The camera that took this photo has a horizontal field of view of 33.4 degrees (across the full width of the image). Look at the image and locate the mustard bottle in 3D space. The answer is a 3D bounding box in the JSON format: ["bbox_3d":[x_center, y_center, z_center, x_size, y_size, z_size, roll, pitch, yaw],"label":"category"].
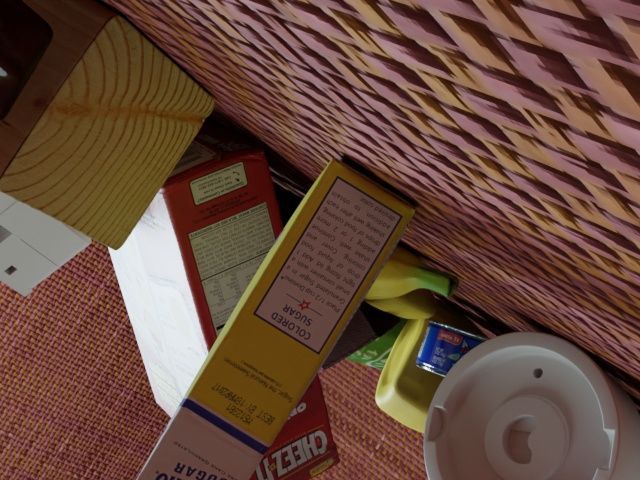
[{"bbox_3d":[0.139,0.130,0.795,0.191,0.096,0.058,33,140,-6],"label":"mustard bottle"}]

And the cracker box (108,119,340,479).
[{"bbox_3d":[-0.071,0.032,0.662,0.164,0.072,0.214,30,138,56],"label":"cracker box"}]

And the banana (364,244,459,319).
[{"bbox_3d":[0.045,0.028,0.673,0.069,0.037,0.198,33,177,6],"label":"banana"}]

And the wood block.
[{"bbox_3d":[-0.166,-0.091,0.525,0.206,0.090,0.090,32,177,31],"label":"wood block"}]

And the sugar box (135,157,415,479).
[{"bbox_3d":[-0.025,0.052,0.462,0.048,0.176,0.093,34,178,1],"label":"sugar box"}]

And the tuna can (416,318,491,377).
[{"bbox_3d":[0.108,0.082,0.716,0.086,0.034,0.086,20,177,1],"label":"tuna can"}]
